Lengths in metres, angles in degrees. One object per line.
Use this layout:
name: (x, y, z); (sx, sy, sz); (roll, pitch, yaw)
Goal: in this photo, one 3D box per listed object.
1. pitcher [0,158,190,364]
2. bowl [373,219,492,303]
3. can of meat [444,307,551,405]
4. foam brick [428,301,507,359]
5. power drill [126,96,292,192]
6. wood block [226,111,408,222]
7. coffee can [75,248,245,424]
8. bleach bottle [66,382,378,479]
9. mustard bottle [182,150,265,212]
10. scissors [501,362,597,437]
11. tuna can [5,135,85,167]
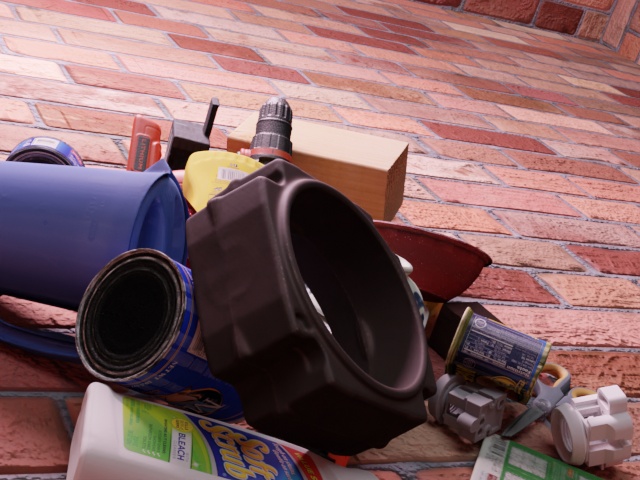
pitcher: (-0.246, 0.003, 0.918); (0.243, 0.145, 0.149); (8, 25, 14)
bowl: (0.097, 0.028, 1.132); (0.162, 0.055, 0.162); (15, -9, 2)
can of meat: (0.166, 0.111, 1.003); (0.084, 0.057, 0.102); (21, -13, 12)
foam brick: (0.159, 0.104, 1.106); (0.051, 0.053, 0.078); (2, 27, -34)
power drill: (-0.126, -0.092, 1.229); (0.187, 0.184, 0.057); (9, -19, -6)
wood block: (-0.004, -0.085, 1.321); (0.206, 0.090, 0.090); (13, 32, 16)
coffee can: (-0.105, 0.078, 0.831); (0.103, 0.103, 0.140); (36, 1, 38)
bleach bottle: (-0.053, 0.174, 0.770); (0.250, 0.068, 0.102); (14, 22, -15)
mustard bottle: (-0.101, -0.008, 1.112); (0.096, 0.058, 0.191); (13, 46, -13)
scissors: (0.236, 0.170, 1.050); (0.096, 0.016, 0.201); (24, 21, 10)
tuna can: (-0.291, -0.064, 1.120); (0.086, 0.086, 0.033); (15, 23, -7)
